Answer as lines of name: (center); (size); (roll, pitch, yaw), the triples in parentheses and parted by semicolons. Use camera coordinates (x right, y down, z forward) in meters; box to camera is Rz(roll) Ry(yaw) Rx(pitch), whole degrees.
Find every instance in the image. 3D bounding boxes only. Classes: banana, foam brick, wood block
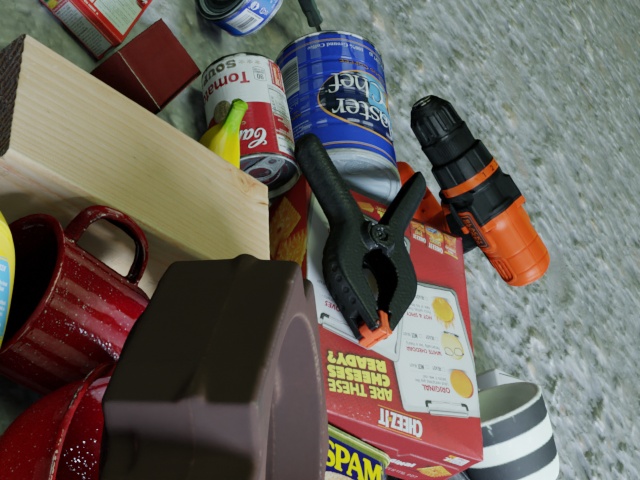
banana: (-0.064, 0.000, 0.782); (0.037, 0.070, 0.198); (-9, 84, -27)
foam brick: (-0.134, -0.118, 0.784); (0.051, 0.053, 0.078); (53, 31, -14)
wood block: (-0.134, -0.026, 0.675); (0.205, 0.090, 0.091); (31, 42, -41)

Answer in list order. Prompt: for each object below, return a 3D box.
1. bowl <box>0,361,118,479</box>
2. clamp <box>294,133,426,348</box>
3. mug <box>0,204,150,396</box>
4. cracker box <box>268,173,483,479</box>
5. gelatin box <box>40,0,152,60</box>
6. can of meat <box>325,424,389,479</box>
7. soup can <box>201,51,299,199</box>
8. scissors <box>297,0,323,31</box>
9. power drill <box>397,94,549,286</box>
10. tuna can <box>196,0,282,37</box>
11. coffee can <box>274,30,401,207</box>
bowl: (-0.132, 0.142, 0.540); (0.162, 0.055, 0.162); (0, 90, -81)
clamp: (0.028, -0.005, 0.807); (0.120, 0.039, 0.171); (20, 49, -18)
mug: (-0.142, 0.035, 0.602); (0.081, 0.093, 0.117); (40, 81, -40)
cracker box: (0.037, 0.069, 0.843); (0.164, 0.072, 0.213); (22, 48, -26)
gelatin box: (-0.170, -0.189, 0.808); (0.073, 0.030, 0.089); (46, 34, -22)
can of meat: (0.003, 0.184, 0.746); (0.102, 0.058, 0.084); (34, 43, -38)
soup can: (-0.058, -0.092, 0.860); (0.068, 0.069, 0.102); (23, 48, -47)
scissors: (-0.008, -0.215, 1.011); (0.096, 0.016, 0.201); (-102, 168, -63)
power drill: (0.109, -0.040, 0.966); (0.057, 0.188, 0.184); (-35, 100, -16)
tuna can: (-0.069, -0.223, 0.931); (0.033, 0.086, 0.086); (23, 48, -44)
coffee can: (0.012, -0.098, 0.934); (0.102, 0.103, 0.140); (31, 43, -41)
